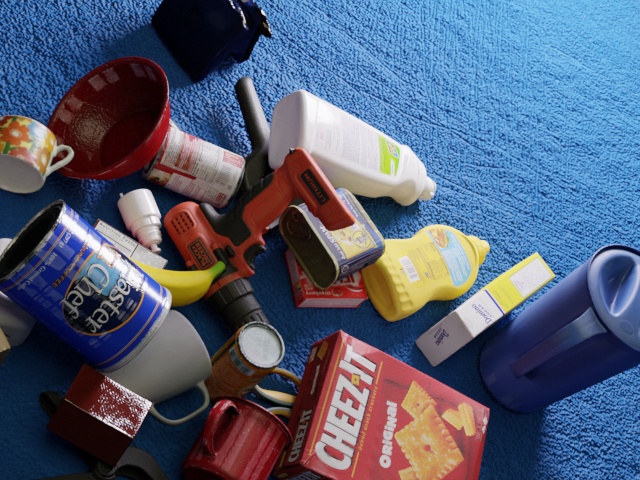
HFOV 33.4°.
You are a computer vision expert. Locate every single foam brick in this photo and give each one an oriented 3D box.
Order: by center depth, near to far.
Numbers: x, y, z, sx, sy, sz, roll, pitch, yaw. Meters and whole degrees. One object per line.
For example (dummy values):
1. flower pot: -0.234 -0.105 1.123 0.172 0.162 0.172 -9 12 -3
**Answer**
1. foam brick: -0.211 0.167 1.016 0.078 0.051 0.053 32 36 -6

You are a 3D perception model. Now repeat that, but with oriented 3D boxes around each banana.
1. banana: -0.197 0.026 1.108 0.197 0.037 0.069 21 46 -18

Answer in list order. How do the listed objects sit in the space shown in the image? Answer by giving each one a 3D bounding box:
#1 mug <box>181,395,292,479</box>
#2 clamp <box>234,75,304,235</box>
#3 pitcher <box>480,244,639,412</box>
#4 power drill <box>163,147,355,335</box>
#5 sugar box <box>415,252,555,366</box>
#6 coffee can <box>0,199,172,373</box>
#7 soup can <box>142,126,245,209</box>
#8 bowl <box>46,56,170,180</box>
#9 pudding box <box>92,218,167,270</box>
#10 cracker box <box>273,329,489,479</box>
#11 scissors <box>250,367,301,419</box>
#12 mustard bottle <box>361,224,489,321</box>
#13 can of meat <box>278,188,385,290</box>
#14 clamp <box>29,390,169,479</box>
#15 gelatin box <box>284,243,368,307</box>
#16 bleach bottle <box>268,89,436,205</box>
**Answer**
1. mug: -0.090 0.208 1.067 0.093 0.117 0.081 12 52 25
2. clamp: -0.061 -0.098 1.307 0.164 0.036 0.209 34 51 -16
3. pitcher: 0.287 0.117 1.248 0.149 0.243 0.145 23 53 -17
4. power drill: -0.058 0.001 1.177 0.187 0.057 0.184 -34 80 3
5. sugar box: 0.204 0.084 1.318 0.175 0.093 0.048 -27 77 -38
6. coffee can: -0.227 0.045 1.017 0.140 0.103 0.102 44 48 -24
7. soup can: -0.146 -0.085 1.234 0.102 0.069 0.068 22 54 -18
8. bowl: -0.225 -0.124 1.186 0.055 0.162 0.162 48 36 -50
9. pudding box: -0.226 0.045 1.130 0.090 0.039 0.113 32 50 -10
10. cracker box: 0.074 0.218 1.163 0.213 0.072 0.164 29 56 -18
11. scissors: 0.007 0.202 1.184 0.201 0.016 0.096 25 55 -15
12. mustard bottle: 0.141 0.031 1.335 0.191 0.058 0.096 -17 73 -36
13. can of meat: 0.015 -0.005 1.245 0.083 0.058 0.102 -24 74 -36
14. clamp: -0.219 0.230 1.022 0.171 0.039 0.120 31 52 -5
15. gelatin box: 0.007 0.041 1.270 0.089 0.030 0.073 2 61 -28
16. bleach bottle: 0.051 -0.096 1.334 0.250 0.068 0.102 22 59 -37
